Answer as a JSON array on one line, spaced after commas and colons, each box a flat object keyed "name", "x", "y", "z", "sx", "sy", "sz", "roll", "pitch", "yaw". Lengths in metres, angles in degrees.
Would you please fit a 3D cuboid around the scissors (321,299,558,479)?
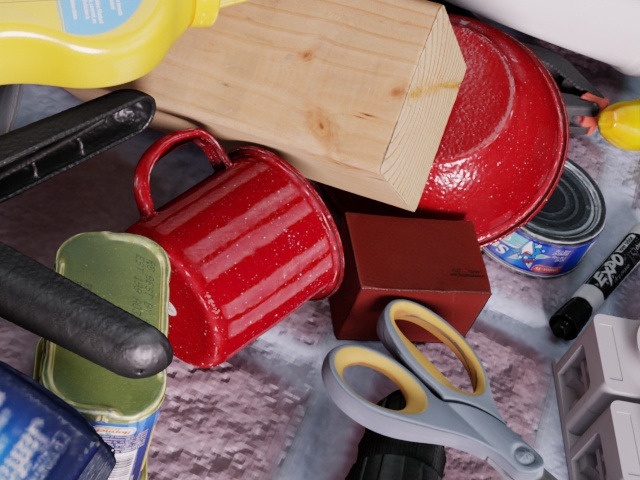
[{"name": "scissors", "x": 0.073, "y": 0.102, "z": 0.490, "sx": 0.096, "sy": 0.016, "sz": 0.202, "roll": -8, "pitch": 45, "yaw": -32}]

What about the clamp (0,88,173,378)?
[{"name": "clamp", "x": -0.163, "y": -0.016, "z": 0.456, "sx": 0.210, "sy": 0.036, "sz": 0.164, "roll": 5, "pitch": 44, "yaw": -7}]

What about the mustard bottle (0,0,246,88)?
[{"name": "mustard bottle", "x": -0.124, "y": -0.115, "z": 0.494, "sx": 0.191, "sy": 0.058, "sz": 0.096, "roll": -9, "pitch": 63, "yaw": -20}]

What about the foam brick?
[{"name": "foam brick", "x": 0.046, "y": 0.022, "z": 0.591, "sx": 0.078, "sy": 0.051, "sz": 0.053, "roll": 4, "pitch": 51, "yaw": -16}]

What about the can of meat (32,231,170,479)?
[{"name": "can of meat", "x": -0.100, "y": 0.058, "z": 0.485, "sx": 0.057, "sy": 0.084, "sz": 0.102, "roll": 7, "pitch": 50, "yaw": -15}]

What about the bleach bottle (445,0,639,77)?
[{"name": "bleach bottle", "x": 0.134, "y": -0.181, "z": 0.739, "sx": 0.250, "sy": 0.068, "sz": 0.103, "roll": 6, "pitch": 36, "yaw": -35}]

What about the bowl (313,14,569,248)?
[{"name": "bowl", "x": 0.067, "y": -0.075, "z": 0.630, "sx": 0.162, "sy": 0.055, "sz": 0.162, "roll": -2, "pitch": 70, "yaw": 6}]

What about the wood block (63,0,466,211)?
[{"name": "wood block", "x": -0.038, "y": -0.095, "z": 0.576, "sx": 0.206, "sy": 0.090, "sz": 0.090, "roll": 18, "pitch": 84, "yaw": 19}]

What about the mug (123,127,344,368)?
[{"name": "mug", "x": -0.054, "y": 0.001, "z": 0.538, "sx": 0.081, "sy": 0.093, "sz": 0.117, "roll": -35, "pitch": 109, "yaw": -33}]

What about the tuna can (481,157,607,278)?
[{"name": "tuna can", "x": 0.135, "y": -0.020, "z": 0.670, "sx": 0.086, "sy": 0.034, "sz": 0.086, "roll": 10, "pitch": 49, "yaw": -12}]
